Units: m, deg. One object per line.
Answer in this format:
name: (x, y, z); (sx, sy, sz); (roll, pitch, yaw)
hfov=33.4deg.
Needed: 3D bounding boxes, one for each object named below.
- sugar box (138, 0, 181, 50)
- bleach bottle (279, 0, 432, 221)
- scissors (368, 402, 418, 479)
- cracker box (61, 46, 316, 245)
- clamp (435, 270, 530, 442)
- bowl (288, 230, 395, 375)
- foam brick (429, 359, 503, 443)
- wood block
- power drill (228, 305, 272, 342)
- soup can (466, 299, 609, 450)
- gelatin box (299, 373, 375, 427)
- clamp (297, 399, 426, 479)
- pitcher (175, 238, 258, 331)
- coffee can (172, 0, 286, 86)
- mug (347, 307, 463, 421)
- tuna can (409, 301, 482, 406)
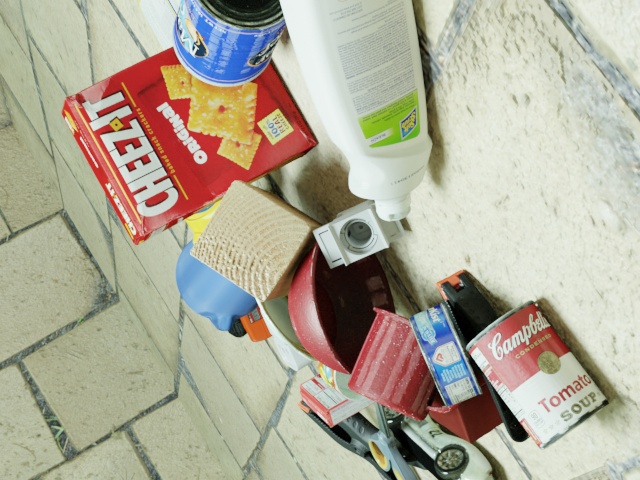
sugar box: (-0.160, -0.275, 1.222); (0.093, 0.048, 0.176); (61, 158, -1)
bleach bottle: (0.032, -0.119, 0.842); (0.068, 0.102, 0.251); (47, 157, 49)
scissors: (0.085, 0.238, 1.199); (0.096, 0.016, 0.202); (50, 165, 17)
cracker box: (-0.137, -0.118, 1.121); (0.164, 0.213, 0.072); (61, 162, 0)
clamp: (0.159, 0.106, 0.942); (0.171, 0.039, 0.120); (60, 165, 0)
bowl: (0.015, 0.069, 1.088); (0.055, 0.161, 0.162); (-17, 105, 30)
foam brick: (0.140, 0.153, 1.046); (0.078, 0.053, 0.051); (27, 142, 62)
wood block: (-0.057, 0.001, 1.132); (0.091, 0.090, 0.206); (32, -177, 6)
power drill: (-0.130, 0.095, 1.675); (0.188, 0.057, 0.184); (27, 142, 60)
soup can: (0.174, 0.109, 0.860); (0.102, 0.068, 0.068); (55, 161, 16)
gelatin box: (0.029, 0.188, 1.338); (0.073, 0.089, 0.030); (35, 147, 54)
clamp: (0.063, 0.263, 1.368); (0.210, 0.036, 0.164); (29, 151, 26)
pitcher: (-0.109, 0.010, 1.407); (0.149, 0.144, 0.243); (48, 158, 1)
coffee can: (-0.081, -0.217, 1.001); (0.103, 0.102, 0.140); (59, 162, 4)
mug: (0.087, 0.123, 1.006); (0.117, 0.081, 0.093); (21, 174, 26)
tuna can: (0.108, 0.099, 0.922); (0.086, 0.034, 0.086); (-24, -89, -86)
